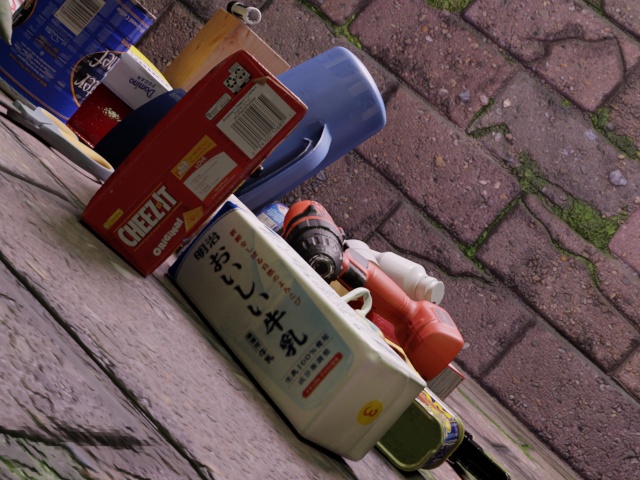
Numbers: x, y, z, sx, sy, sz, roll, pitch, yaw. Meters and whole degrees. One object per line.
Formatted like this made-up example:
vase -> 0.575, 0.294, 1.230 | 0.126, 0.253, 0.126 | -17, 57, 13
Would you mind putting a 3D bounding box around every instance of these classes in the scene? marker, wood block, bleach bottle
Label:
marker -> -0.092, -0.271, 1.265 | 0.020, 0.020, 0.121 | 41, 3, -23
wood block -> -0.147, -0.169, 1.289 | 0.090, 0.206, 0.090 | 40, 3, -29
bleach bottle -> 0.033, 0.031, 1.238 | 0.251, 0.068, 0.102 | 17, -10, 35

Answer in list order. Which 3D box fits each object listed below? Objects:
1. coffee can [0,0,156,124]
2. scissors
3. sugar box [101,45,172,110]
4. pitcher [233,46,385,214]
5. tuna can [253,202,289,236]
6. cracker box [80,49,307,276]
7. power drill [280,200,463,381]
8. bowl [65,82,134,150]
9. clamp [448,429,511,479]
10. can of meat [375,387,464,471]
coffee can -> -0.238, -0.190, 1.000 | 0.103, 0.140, 0.103 | 42, 3, -3
scissors -> -0.250, -0.109, 0.886 | 0.201, 0.016, 0.096 | 39, 2, -45
sugar box -> -0.205, -0.180, 1.151 | 0.093, 0.048, 0.176 | 42, 1, -24
pitcher -> -0.048, -0.110, 1.185 | 0.149, 0.242, 0.145 | 57, -8, 15
tuna can -> -0.057, 0.001, 1.136 | 0.034, 0.086, 0.086 | 41, 2, 19
cracker box -> -0.096, -0.068, 0.828 | 0.072, 0.164, 0.214 | 43, 2, -10
power drill -> 0.043, 0.044, 0.966 | 0.187, 0.057, 0.184 | 42, 8, -13
bowl -> -0.229, -0.131, 1.132 | 0.162, 0.055, 0.162 | 42, 2, -2
clamp -> 0.146, 0.216, 1.108 | 0.120, 0.039, 0.171 | 44, 3, 12
can of meat -> 0.065, 0.145, 0.893 | 0.102, 0.057, 0.084 | 43, 5, 18
